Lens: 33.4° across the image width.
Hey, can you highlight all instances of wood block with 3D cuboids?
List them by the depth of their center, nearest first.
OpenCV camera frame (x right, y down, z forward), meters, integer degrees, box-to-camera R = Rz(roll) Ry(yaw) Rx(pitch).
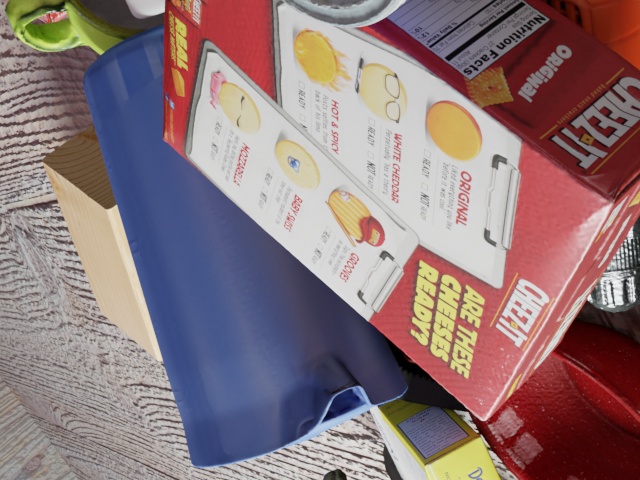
[{"bbox_3d":[-0.156,-0.002,0.934,0.091,0.090,0.206,35,151,31],"label":"wood block"}]

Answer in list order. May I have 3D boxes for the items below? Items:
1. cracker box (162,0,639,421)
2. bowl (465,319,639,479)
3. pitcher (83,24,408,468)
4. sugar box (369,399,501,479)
[{"bbox_3d":[0.027,-0.048,0.451,0.214,0.072,0.164,40,149,18],"label":"cracker box"},{"bbox_3d":[0.152,0.098,0.591,0.162,0.055,0.162,39,153,24],"label":"bowl"},{"bbox_3d":[-0.054,0.001,0.631,0.149,0.144,0.243,-20,89,23],"label":"pitcher"},{"bbox_3d":[0.080,0.149,0.727,0.093,0.048,0.176,65,176,-14],"label":"sugar box"}]
